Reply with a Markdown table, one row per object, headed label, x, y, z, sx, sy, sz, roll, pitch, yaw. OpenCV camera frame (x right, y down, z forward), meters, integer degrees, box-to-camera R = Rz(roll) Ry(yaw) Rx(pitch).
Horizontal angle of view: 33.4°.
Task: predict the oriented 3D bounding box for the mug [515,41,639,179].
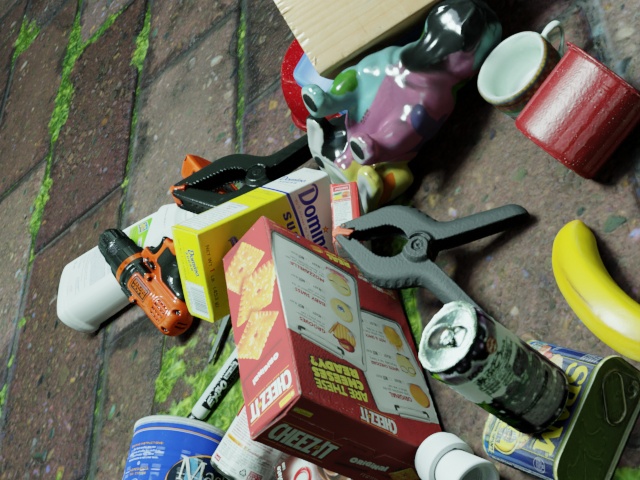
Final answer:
| label | x | y | z | sx | sy | sz | roll | pitch | yaw |
| --- | --- | --- | --- | --- | --- | --- | --- | --- | --- |
| mug | 0.214 | -0.110 | 0.896 | 0.081 | 0.093 | 0.117 | -53 | 27 | 14 |

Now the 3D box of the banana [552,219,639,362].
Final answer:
| label | x | y | z | sx | sy | sz | roll | pitch | yaw |
| --- | --- | --- | --- | --- | --- | --- | --- | --- | --- |
| banana | 0.216 | 0.040 | 0.795 | 0.198 | 0.069 | 0.037 | -124 | 42 | -53 |

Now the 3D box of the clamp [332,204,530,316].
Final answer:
| label | x | y | z | sx | sy | sz | roll | pitch | yaw |
| --- | --- | --- | --- | --- | --- | --- | --- | --- | --- |
| clamp | 0.098 | 0.003 | 0.940 | 0.172 | 0.039 | 0.120 | 21 | 67 | 22 |

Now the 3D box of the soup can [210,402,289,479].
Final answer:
| label | x | y | z | sx | sy | sz | roll | pitch | yaw |
| --- | --- | --- | --- | --- | --- | --- | --- | --- | --- |
| soup can | -0.050 | 0.181 | 1.006 | 0.102 | 0.068 | 0.069 | -59 | 33 | -3 |

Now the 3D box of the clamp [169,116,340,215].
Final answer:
| label | x | y | z | sx | sy | sz | roll | pitch | yaw |
| --- | --- | --- | --- | --- | --- | --- | --- | --- | --- |
| clamp | -0.060 | -0.071 | 1.180 | 0.210 | 0.036 | 0.164 | -4 | 46 | 14 |

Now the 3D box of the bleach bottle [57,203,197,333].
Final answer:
| label | x | y | z | sx | sy | sz | roll | pitch | yaw |
| --- | --- | --- | --- | --- | --- | --- | --- | --- | --- |
| bleach bottle | -0.235 | 0.026 | 1.378 | 0.251 | 0.068 | 0.102 | -29 | 46 | 31 |

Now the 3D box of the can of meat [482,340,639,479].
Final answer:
| label | x | y | z | sx | sy | sz | roll | pitch | yaw |
| --- | --- | --- | --- | --- | --- | --- | --- | --- | --- |
| can of meat | 0.174 | 0.127 | 0.776 | 0.084 | 0.057 | 0.102 | 11 | 72 | 57 |

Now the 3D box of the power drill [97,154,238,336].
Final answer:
| label | x | y | z | sx | sy | sz | roll | pitch | yaw |
| --- | --- | --- | --- | --- | --- | --- | --- | --- | --- |
| power drill | -0.176 | -0.007 | 1.274 | 0.185 | 0.057 | 0.188 | 45 | 107 | 32 |

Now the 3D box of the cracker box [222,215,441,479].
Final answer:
| label | x | y | z | sx | sy | sz | roll | pitch | yaw |
| --- | --- | --- | --- | --- | --- | --- | --- | --- | --- |
| cracker box | 0.007 | 0.097 | 0.915 | 0.072 | 0.164 | 0.214 | -46 | 35 | 25 |

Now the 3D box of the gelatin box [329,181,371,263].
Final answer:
| label | x | y | z | sx | sy | sz | roll | pitch | yaw |
| --- | --- | --- | --- | --- | --- | --- | --- | --- | --- |
| gelatin box | 0.030 | -0.001 | 1.038 | 0.030 | 0.089 | 0.073 | -8 | 50 | 7 |

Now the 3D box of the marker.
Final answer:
| label | x | y | z | sx | sy | sz | roll | pitch | yaw |
| --- | --- | --- | --- | --- | --- | --- | --- | --- | --- |
| marker | -0.114 | 0.162 | 1.146 | 0.121 | 0.020 | 0.020 | -54 | 33 | 5 |

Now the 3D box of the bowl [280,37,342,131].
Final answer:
| label | x | y | z | sx | sy | sz | roll | pitch | yaw |
| --- | --- | --- | --- | --- | --- | --- | --- | --- | --- |
| bowl | 0.003 | -0.213 | 1.276 | 0.162 | 0.055 | 0.162 | -32 | 41 | 32 |

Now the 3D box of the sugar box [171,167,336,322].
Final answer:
| label | x | y | z | sx | sy | sz | roll | pitch | yaw |
| --- | --- | --- | --- | --- | --- | --- | --- | --- | --- |
| sugar box | -0.057 | 0.001 | 1.028 | 0.175 | 0.093 | 0.048 | -26 | 29 | -37 |

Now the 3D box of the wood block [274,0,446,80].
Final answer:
| label | x | y | z | sx | sy | sz | roll | pitch | yaw |
| --- | --- | --- | --- | --- | --- | --- | --- | --- | --- |
| wood block | 0.070 | -0.250 | 1.043 | 0.206 | 0.091 | 0.090 | -31 | 0 | 12 |

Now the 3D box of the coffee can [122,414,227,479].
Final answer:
| label | x | y | z | sx | sy | sz | roll | pitch | yaw |
| --- | --- | --- | --- | --- | --- | --- | --- | --- | --- |
| coffee can | -0.146 | 0.254 | 1.035 | 0.103 | 0.102 | 0.140 | -22 | 47 | 41 |
